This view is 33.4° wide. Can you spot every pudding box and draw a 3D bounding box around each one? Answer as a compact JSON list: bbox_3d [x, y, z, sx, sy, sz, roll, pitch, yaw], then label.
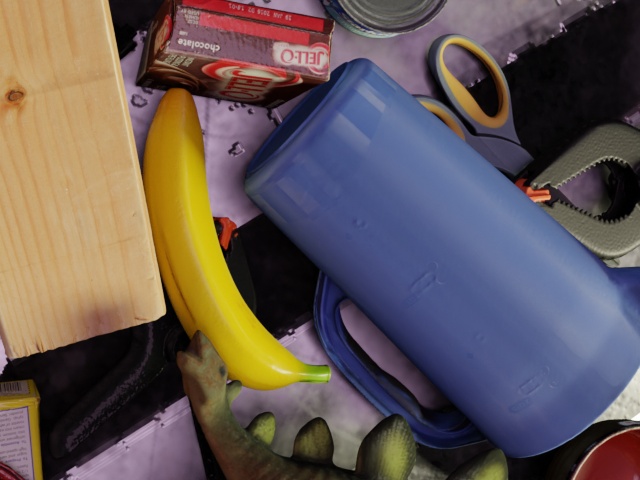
[{"bbox_3d":[-0.051,-0.105,0.604,0.090,0.114,0.039,8,88,-17],"label":"pudding box"}]

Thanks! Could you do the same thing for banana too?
[{"bbox_3d":[-0.063,0.012,0.617,0.069,0.037,0.198,-34,102,-45],"label":"banana"}]

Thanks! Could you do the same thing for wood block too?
[{"bbox_3d":[-0.145,-0.051,0.544,0.090,0.090,0.206,-15,131,-14],"label":"wood block"}]

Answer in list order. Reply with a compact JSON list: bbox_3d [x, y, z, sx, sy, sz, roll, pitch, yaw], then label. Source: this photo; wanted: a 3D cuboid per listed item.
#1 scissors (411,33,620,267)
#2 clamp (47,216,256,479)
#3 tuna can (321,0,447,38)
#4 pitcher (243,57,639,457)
[{"bbox_3d":[0.118,-0.040,0.710,0.096,0.016,0.201,-34,102,-11],"label":"scissors"},{"bbox_3d":[-0.078,0.073,0.649,0.120,0.039,0.171,31,82,-31],"label":"clamp"},{"bbox_3d":[0.039,-0.170,0.667,0.086,0.034,0.086,-1,94,-16],"label":"tuna can"},{"bbox_3d":[0.066,0.015,0.649,0.242,0.145,0.149,42,70,-11],"label":"pitcher"}]
